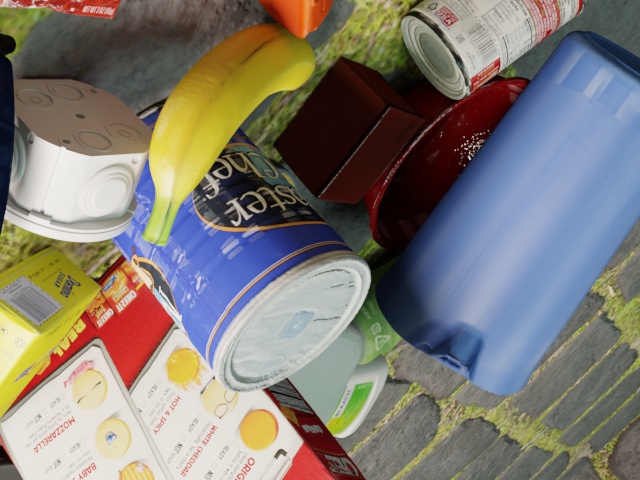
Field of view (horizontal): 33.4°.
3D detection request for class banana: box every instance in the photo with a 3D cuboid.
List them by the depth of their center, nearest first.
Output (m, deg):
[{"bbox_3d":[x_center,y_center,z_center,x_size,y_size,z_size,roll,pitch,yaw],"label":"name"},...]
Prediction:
[{"bbox_3d":[-0.043,-0.077,0.557,0.197,0.037,0.070,-54,172,-50],"label":"banana"}]

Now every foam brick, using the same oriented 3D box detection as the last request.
[{"bbox_3d":[0.019,-0.070,0.700,0.078,0.051,0.052,-51,153,18],"label":"foam brick"}]

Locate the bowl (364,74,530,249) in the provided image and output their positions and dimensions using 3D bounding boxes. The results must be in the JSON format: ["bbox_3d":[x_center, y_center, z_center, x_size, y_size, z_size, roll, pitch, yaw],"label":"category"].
[{"bbox_3d":[0.085,-0.070,0.786,0.162,0.055,0.162,-32,152,-19],"label":"bowl"}]

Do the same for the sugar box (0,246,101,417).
[{"bbox_3d":[-0.204,0.090,0.609,0.176,0.048,0.093,-52,180,17],"label":"sugar box"}]

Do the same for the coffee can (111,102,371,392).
[{"bbox_3d":[-0.054,0.001,0.606,0.102,0.140,0.103,-32,152,-19],"label":"coffee can"}]

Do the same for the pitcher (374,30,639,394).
[{"bbox_3d":[0.155,-0.024,0.763,0.144,0.149,0.243,12,120,-40],"label":"pitcher"}]

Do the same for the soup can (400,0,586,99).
[{"bbox_3d":[0.112,-0.147,0.692,0.102,0.068,0.068,-37,154,-9],"label":"soup can"}]

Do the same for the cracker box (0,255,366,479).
[{"bbox_3d":[-0.093,0.130,0.666,0.164,0.214,0.072,-46,153,8],"label":"cracker box"}]
